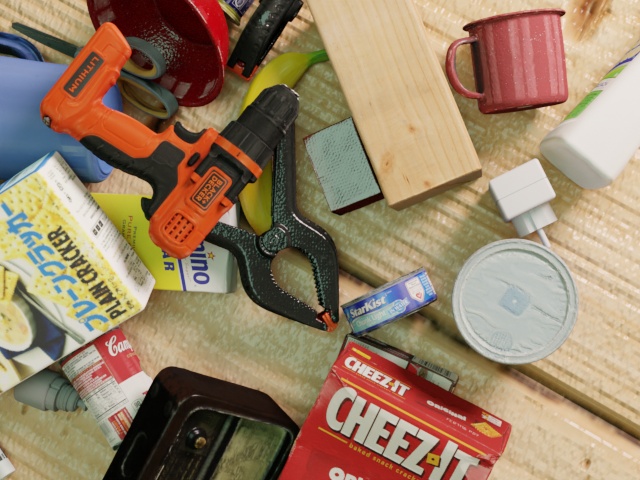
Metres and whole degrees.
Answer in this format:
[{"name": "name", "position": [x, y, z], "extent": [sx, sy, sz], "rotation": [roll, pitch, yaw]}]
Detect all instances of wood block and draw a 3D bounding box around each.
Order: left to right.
[{"name": "wood block", "position": [0.069, -0.140, 0.979], "extent": [0.090, 0.090, 0.206], "rotation": [-22, 85, 8]}]

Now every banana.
[{"name": "banana", "position": [-0.049, -0.099, 1.025], "extent": [0.070, 0.037, 0.198], "rotation": [16, 92, 9]}]

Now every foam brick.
[{"name": "foam brick", "position": [0.023, -0.069, 1.005], "extent": [0.053, 0.051, 0.078], "rotation": [-21, 85, 9]}]

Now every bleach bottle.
[{"name": "bleach bottle", "position": [0.304, -0.161, 0.948], "extent": [0.068, 0.102, 0.251], "rotation": [40, 89, -1]}]

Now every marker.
[{"name": "marker", "position": [-0.349, 0.187, 1.077], "extent": [0.020, 0.020, 0.121], "rotation": [-36, 84, 7]}]

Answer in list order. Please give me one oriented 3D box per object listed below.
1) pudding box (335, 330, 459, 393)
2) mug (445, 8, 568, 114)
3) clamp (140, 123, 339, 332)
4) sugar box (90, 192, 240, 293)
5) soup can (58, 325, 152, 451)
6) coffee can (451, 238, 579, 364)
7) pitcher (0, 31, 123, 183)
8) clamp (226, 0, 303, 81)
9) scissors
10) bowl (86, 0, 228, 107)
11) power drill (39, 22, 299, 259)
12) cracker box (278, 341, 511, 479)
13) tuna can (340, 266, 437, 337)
[{"name": "pudding box", "position": [0.061, 0.147, 1.002], "extent": [0.113, 0.039, 0.090], "rotation": [23, 95, 11]}, {"name": "mug", "position": [0.168, -0.158, 0.960], "extent": [0.117, 0.093, 0.081], "rotation": [-8, 93, -19]}, {"name": "clamp", "position": [-0.057, 0.001, 0.993], "extent": [0.164, 0.036, 0.210], "rotation": [-28, 94, -5]}, {"name": "sugar box", "position": [-0.169, 0.002, 1.038], "extent": [0.176, 0.048, 0.093], "rotation": [2, 89, 10]}, {"name": "soup can", "position": [-0.197, 0.142, 1.029], "extent": [0.068, 0.068, 0.102], "rotation": [-34, 84, 7]}, {"name": "coffee can", "position": [0.168, 0.051, 0.934], "extent": [0.103, 0.140, 0.103], "rotation": [0, 89, 9]}, {"name": "pitcher", "position": [-0.318, -0.128, 1.032], "extent": [0.243, 0.145, 0.149], "rotation": [5, 102, 6]}, {"name": "clamp", "position": [-0.035, -0.226, 0.988], "extent": [0.039, 0.120, 0.171], "rotation": [32, 98, 6]}, {"name": "scissors", "position": [-0.221, -0.188, 1.037], "extent": [0.202, 0.096, 0.016], "rotation": [34, 56, 7]}, {"name": "bowl", "position": [-0.141, -0.206, 1.005], "extent": [0.162, 0.162, 0.055], "rotation": [35, 58, 8]}, {"name": "power drill", "position": [-0.135, -0.105, 0.940], "extent": [0.187, 0.057, 0.184], "rotation": [38, 84, -3]}, {"name": "cracker box", "position": [0.049, 0.224, 0.957], "extent": [0.164, 0.072, 0.214], "rotation": [27, 111, 8]}, {"name": "tuna can", "position": [0.063, 0.057, 0.979], "extent": [0.086, 0.086, 0.034], "rotation": [-26, 87, 8]}]
